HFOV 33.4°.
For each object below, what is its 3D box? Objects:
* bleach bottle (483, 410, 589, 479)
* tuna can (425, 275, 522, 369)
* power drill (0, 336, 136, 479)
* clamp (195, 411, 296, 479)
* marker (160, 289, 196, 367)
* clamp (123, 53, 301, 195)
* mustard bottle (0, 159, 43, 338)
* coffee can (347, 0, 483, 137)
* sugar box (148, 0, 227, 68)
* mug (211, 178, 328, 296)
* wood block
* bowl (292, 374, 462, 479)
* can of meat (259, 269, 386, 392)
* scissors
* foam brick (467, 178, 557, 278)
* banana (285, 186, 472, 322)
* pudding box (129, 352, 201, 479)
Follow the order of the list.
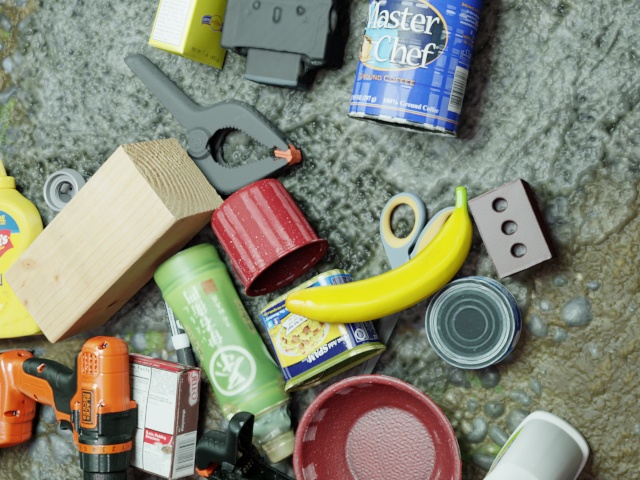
[{"bbox_3d":[0.157,0.206,0.860,0.068,0.250,0.103,35,100,16],"label":"bleach bottle"},{"bbox_3d":[0.140,0.076,0.982,0.086,0.033,0.086,0,89,20],"label":"tuna can"},{"bbox_3d":[-0.266,0.186,1.092,0.188,0.057,0.184,1,89,35],"label":"power drill"},{"bbox_3d":[-0.065,0.219,1.009,0.039,0.172,0.120,-39,92,-27],"label":"clamp"},{"bbox_3d":[-0.148,0.079,1.094,0.020,0.020,0.121,-16,84,19],"label":"marker"},{"bbox_3d":[-0.123,-0.088,1.077,0.210,0.036,0.164,16,100,20],"label":"clamp"},{"bbox_3d":[-0.341,0.009,1.144,0.096,0.058,0.191,-8,86,24],"label":"mustard bottle"},{"bbox_3d":[0.087,-0.172,0.968,0.103,0.102,0.140,12,94,19],"label":"coffee can"},{"bbox_3d":[-0.108,-0.264,1.044,0.048,0.093,0.176,20,96,18],"label":"sugar box"},{"bbox_3d":[-0.057,0.001,1.034,0.081,0.093,0.117,57,142,16],"label":"mug"},{"bbox_3d":[-0.205,0.001,1.054,0.206,0.090,0.090,-42,80,27],"label":"wood block"},{"bbox_3d":[0.058,0.203,0.999,0.162,0.055,0.162,0,89,20],"label":"bowl"},{"bbox_3d":[-0.001,0.085,1.014,0.102,0.057,0.084,-30,73,25],"label":"can of meat"},{"bbox_3d":[0.064,0.039,1.020,0.096,0.016,0.202,42,103,17],"label":"scissors"},{"bbox_3d":[0.174,-0.011,0.962,0.053,0.051,0.078,-24,81,17],"label":"foam brick"},{"bbox_3d":[0.066,0.030,0.968,0.197,0.037,0.070,-32,79,-8],"label":"banana"},{"bbox_3d":[-0.169,0.176,1.079,0.090,0.039,0.113,9,95,34],"label":"pudding box"}]
